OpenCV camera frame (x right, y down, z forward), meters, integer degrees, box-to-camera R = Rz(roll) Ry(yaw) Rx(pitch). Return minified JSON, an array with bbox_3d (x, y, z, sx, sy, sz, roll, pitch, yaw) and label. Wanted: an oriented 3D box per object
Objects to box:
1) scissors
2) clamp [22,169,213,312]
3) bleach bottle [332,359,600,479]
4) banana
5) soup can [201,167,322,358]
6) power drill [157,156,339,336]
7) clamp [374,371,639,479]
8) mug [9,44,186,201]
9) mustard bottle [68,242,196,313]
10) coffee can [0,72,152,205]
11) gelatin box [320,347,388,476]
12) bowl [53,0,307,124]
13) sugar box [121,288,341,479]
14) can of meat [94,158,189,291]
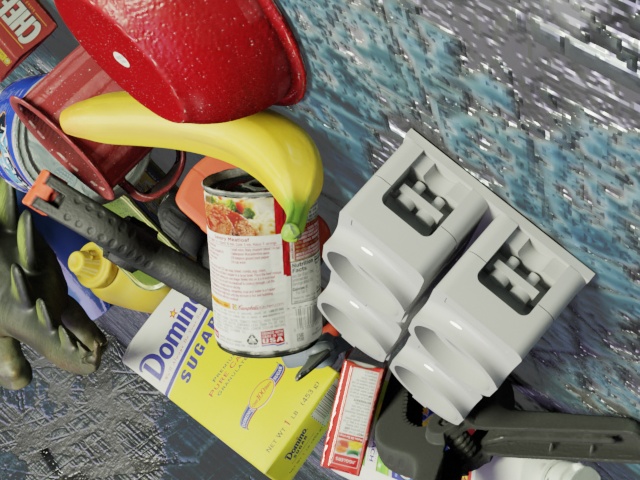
[{"bbox_3d":[0.018,0.065,0.679,0.202,0.096,0.016,151,98,-82],"label":"scissors"},{"bbox_3d":[-0.125,0.007,0.751,0.171,0.039,0.120,32,168,-38],"label":"clamp"},{"bbox_3d":[0.096,0.140,0.736,0.068,0.102,0.251,23,168,-27],"label":"bleach bottle"},{"bbox_3d":[-0.065,-0.058,0.608,0.198,0.069,0.037,24,131,35],"label":"banana"},{"bbox_3d":[-0.034,0.012,0.641,0.069,0.068,0.102,22,120,54],"label":"soup can"},{"bbox_3d":[-0.055,0.001,0.785,0.184,0.057,0.187,36,167,11],"label":"power drill"},{"bbox_3d":[0.078,0.128,0.644,0.036,0.164,0.210,60,170,-21],"label":"clamp"},{"bbox_3d":[-0.136,-0.079,0.713,0.117,0.081,0.093,48,164,-21],"label":"mug"},{"bbox_3d":[-0.160,0.031,0.988,0.096,0.058,0.191,44,-166,29],"label":"mustard bottle"},{"bbox_3d":[-0.200,-0.082,0.834,0.102,0.102,0.140,49,165,-22],"label":"coffee can"},{"bbox_3d":[0.025,0.114,0.731,0.030,0.073,0.089,14,-178,5],"label":"gelatin box"},{"bbox_3d":[-0.084,-0.111,0.541,0.162,0.055,0.162,40,166,12],"label":"bowl"},{"bbox_3d":[-0.068,0.103,0.831,0.176,0.093,0.048,30,168,33],"label":"sugar box"},{"bbox_3d":[-0.152,-0.017,0.908,0.102,0.057,0.084,48,-160,-18],"label":"can of meat"}]
